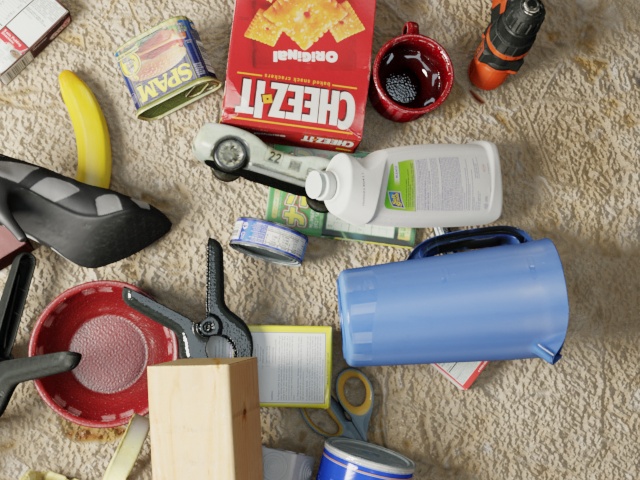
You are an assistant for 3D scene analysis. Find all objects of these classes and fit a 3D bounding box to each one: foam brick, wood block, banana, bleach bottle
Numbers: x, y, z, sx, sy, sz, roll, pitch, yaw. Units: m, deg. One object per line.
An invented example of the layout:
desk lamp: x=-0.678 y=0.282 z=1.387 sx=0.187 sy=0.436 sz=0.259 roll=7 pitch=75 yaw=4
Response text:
foam brick: x=-0.354 y=-0.001 z=1.173 sx=0.051 sy=0.078 sz=0.053 roll=-31 pitch=88 yaw=-11
wood block: x=-0.113 y=0.225 z=1.079 sx=0.090 sy=0.090 sz=0.206 roll=-3 pitch=88 yaw=16
banana: x=-0.272 y=-0.096 z=1.213 sx=0.069 sy=0.037 sz=0.198 roll=5 pitch=83 yaw=-8
bleach bottle: x=0.092 y=-0.066 z=1.178 sx=0.250 sy=0.068 sz=0.102 roll=0 pitch=82 yaw=-37

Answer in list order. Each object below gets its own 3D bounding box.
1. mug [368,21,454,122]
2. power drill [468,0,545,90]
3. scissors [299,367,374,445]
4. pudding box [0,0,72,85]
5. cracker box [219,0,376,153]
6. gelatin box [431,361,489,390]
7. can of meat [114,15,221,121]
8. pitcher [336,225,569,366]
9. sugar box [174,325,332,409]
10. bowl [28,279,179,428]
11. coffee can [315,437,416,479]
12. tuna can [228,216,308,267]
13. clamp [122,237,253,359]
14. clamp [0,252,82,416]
mug: x=0.101 y=-0.196 z=1.244 sx=0.093 sy=0.081 sz=0.117 roll=1 pitch=84 yaw=-6
power drill: x=0.224 y=-0.286 z=1.227 sx=0.057 sy=0.184 sz=0.187 roll=17 pitch=72 yaw=-5
scissors: x=0.060 y=0.230 z=1.224 sx=0.202 sy=0.016 sz=0.096 roll=45 pitch=82 yaw=0
pudding box: x=-0.356 y=-0.250 z=1.222 sx=0.090 sy=0.039 sz=0.113 roll=43 pitch=79 yaw=0
cracker box: x=-0.024 y=-0.220 z=1.233 sx=0.164 sy=0.072 sz=0.213 roll=7 pitch=80 yaw=-5
gelatin box: x=0.156 y=0.119 z=1.240 sx=0.089 sy=0.030 sz=0.073 roll=39 pitch=81 yaw=2
can of meat: x=-0.175 y=-0.196 z=1.215 sx=0.102 sy=0.057 sz=0.084 roll=-24 pitch=84 yaw=15
pitcher: x=0.141 y=0.066 z=1.176 sx=0.243 sy=0.149 sz=0.145 roll=-5 pitch=95 yaw=0
sugar box: x=-0.075 y=0.141 z=1.197 sx=0.176 sy=0.048 sz=0.093 roll=1 pitch=83 yaw=3
bowl: x=-0.238 y=0.126 z=1.183 sx=0.162 sy=0.055 sz=0.162 roll=1 pitch=84 yaw=-6
coffee can: x=0.037 y=0.297 z=1.161 sx=0.102 sy=0.103 sz=0.140 roll=15 pitch=91 yaw=-5
tuna can: x=-0.058 y=0.001 z=1.202 sx=0.086 sy=0.086 sz=0.034 roll=17 pitch=80 yaw=-4
clamp: x=-0.135 y=0.094 z=1.155 sx=0.120 sy=0.039 sz=0.171 roll=-22 pitch=85 yaw=-7
clamp: x=-0.347 y=0.124 z=1.148 sx=0.210 sy=0.036 sz=0.165 roll=-42 pitch=53 yaw=19
